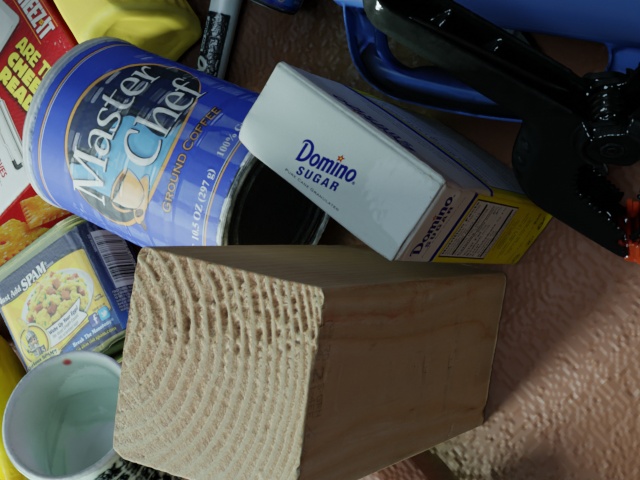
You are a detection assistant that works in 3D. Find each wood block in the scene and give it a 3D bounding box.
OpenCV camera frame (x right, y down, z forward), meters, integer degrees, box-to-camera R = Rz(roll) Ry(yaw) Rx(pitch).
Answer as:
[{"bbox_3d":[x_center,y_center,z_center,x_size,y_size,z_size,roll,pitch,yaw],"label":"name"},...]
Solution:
[{"bbox_3d":[0.006,0.053,0.507,0.091,0.205,0.090,11,95,28],"label":"wood block"}]

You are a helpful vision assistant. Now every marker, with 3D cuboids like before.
[{"bbox_3d":[-0.069,-0.094,0.655,0.020,0.020,0.121,17,98,27],"label":"marker"}]

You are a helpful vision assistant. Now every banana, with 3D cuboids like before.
[{"bbox_3d":[-0.221,0.099,0.705,0.198,0.037,0.070,28,107,48],"label":"banana"}]

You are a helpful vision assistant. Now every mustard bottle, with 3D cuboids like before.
[{"bbox_3d":[-0.151,-0.195,0.656,0.058,0.096,0.192,-39,72,23],"label":"mustard bottle"}]

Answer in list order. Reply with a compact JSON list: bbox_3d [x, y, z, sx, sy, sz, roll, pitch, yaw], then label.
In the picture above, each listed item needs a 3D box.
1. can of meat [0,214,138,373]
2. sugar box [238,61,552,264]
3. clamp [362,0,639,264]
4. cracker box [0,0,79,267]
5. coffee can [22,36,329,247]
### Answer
[{"bbox_3d":[-0.154,0.041,0.680,0.102,0.057,0.084,-33,77,25],"label":"can of meat"},{"bbox_3d":[0.043,-0.030,0.504,0.093,0.176,0.048,39,107,23],"label":"sugar box"},{"bbox_3d":[0.113,-0.055,0.454,0.165,0.210,0.036,1,59,16],"label":"clamp"},{"bbox_3d":[-0.224,-0.077,0.710,0.214,0.072,0.164,-41,71,22],"label":"cracker box"},{"bbox_3d":[-0.075,-0.042,0.577,0.140,0.102,0.103,24,101,27],"label":"coffee can"}]
